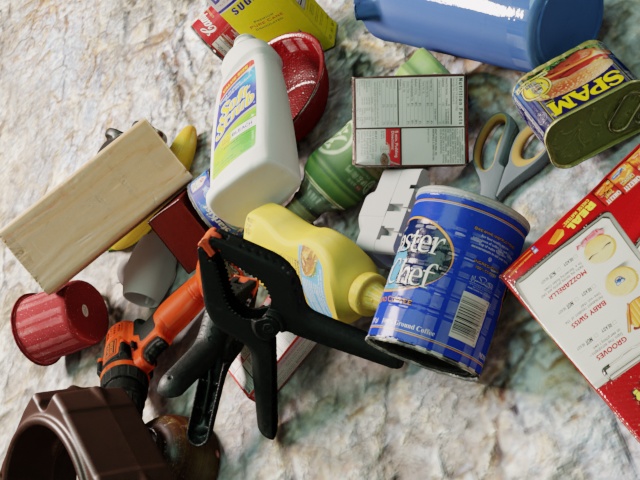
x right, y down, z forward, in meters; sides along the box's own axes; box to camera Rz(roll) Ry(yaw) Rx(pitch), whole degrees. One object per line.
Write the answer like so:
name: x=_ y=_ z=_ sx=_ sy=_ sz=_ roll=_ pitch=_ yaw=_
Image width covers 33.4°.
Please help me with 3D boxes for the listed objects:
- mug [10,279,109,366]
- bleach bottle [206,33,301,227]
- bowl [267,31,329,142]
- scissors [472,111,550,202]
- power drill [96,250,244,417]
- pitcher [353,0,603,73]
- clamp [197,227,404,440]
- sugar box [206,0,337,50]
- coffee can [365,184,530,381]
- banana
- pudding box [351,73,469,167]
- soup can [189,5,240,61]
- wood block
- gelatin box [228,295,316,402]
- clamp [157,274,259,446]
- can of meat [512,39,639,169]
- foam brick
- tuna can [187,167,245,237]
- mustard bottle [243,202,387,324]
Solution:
mug: x=-0.305 y=0.092 z=1.291 sx=0.082 sy=0.093 sz=0.117 roll=-20 pitch=13 yaw=26
bleach bottle: x=-0.080 y=-0.136 z=1.169 sx=0.103 sy=0.068 sz=0.251 roll=-36 pitch=40 yaw=26
bowl: x=-0.044 y=-0.162 z=1.244 sx=0.162 sy=0.055 sz=0.162 roll=-24 pitch=48 yaw=29
scissors: x=0.171 y=-0.038 z=0.986 sx=0.096 sy=0.016 sz=0.201 roll=-13 pitch=54 yaw=37
power drill: x=-0.161 y=0.101 z=1.136 sx=0.188 sy=0.057 sz=0.184 roll=-40 pitch=26 yaw=10
pitcher: x=0.164 y=-0.246 z=1.069 sx=0.243 sy=0.144 sz=0.149 roll=29 pitch=95 yaw=46
clamp: x=-0.033 y=0.072 z=0.979 sx=0.165 sy=0.210 sz=0.036 roll=-26 pitch=15 yaw=19
sugar box: x=-0.068 y=-0.281 z=1.258 sx=0.093 sy=0.176 sz=0.048 roll=-19 pitch=50 yaw=33
coffee can: x=0.109 y=0.037 z=0.913 sx=0.103 sy=0.102 sz=0.140 roll=9 pitch=74 yaw=46
banana: x=-0.211 y=-0.059 z=1.339 sx=0.198 sy=0.037 sz=0.070 roll=-52 pitch=41 yaw=0
pudding box: x=0.087 y=-0.116 z=1.037 sx=0.113 sy=0.039 sz=0.090 roll=0 pitch=94 yaw=5
soup can: x=-0.110 y=-0.290 z=1.388 sx=0.102 sy=0.068 sz=0.068 roll=-44 pitch=41 yaw=9
wood block: x=-0.255 y=-0.037 z=1.217 sx=0.206 sy=0.090 sz=0.091 roll=-40 pitch=5 yaw=-9
gelatin box: x=-0.053 y=0.111 z=1.076 sx=0.089 sy=0.030 sz=0.073 roll=-52 pitch=41 yaw=4
clamp: x=-0.102 y=0.114 z=1.041 sx=0.039 sy=0.120 sz=0.171 roll=18 pitch=52 yaw=16
can of meat: x=0.232 y=-0.124 z=0.950 sx=0.102 sy=0.057 sz=0.084 roll=-28 pitch=41 yaw=4
foam brick: x=-0.147 y=-0.013 z=1.204 sx=0.051 sy=0.078 sz=0.053 roll=-33 pitch=10 yaw=20
tuna can: x=-0.108 y=-0.040 z=1.193 sx=0.034 sy=0.086 sz=0.086 roll=-38 pitch=42 yaw=13
mustard bottle: x=0.002 y=0.031 z=1.035 sx=0.058 sy=0.096 sz=0.192 roll=-27 pitch=31 yaw=-29
